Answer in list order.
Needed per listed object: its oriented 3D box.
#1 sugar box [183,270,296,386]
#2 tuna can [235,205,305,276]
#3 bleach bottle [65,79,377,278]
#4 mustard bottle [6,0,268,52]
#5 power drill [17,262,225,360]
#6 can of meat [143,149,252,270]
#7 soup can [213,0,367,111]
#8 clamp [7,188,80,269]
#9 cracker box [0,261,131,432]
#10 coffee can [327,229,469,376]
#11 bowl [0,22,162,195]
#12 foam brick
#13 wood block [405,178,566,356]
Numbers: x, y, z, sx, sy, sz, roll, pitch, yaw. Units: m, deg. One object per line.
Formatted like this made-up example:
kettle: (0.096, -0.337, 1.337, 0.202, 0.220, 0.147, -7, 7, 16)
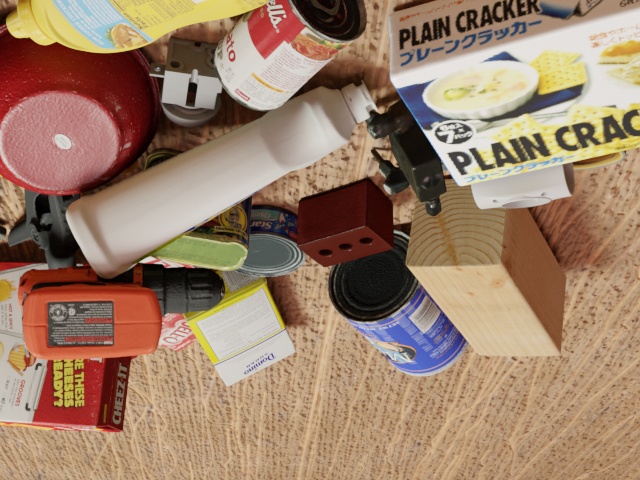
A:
sugar box: (-0.090, 0.091, 1.165, 0.093, 0.048, 0.176, -26, 151, -6)
tuna can: (-0.057, 0.001, 1.049, 0.086, 0.033, 0.086, 2, 150, 1)
bleach bottle: (-0.072, -0.057, 0.850, 0.251, 0.068, 0.102, -27, -174, 5)
mustard bottle: (-0.136, -0.174, 0.727, 0.192, 0.058, 0.096, -14, 147, 24)
power drill: (-0.170, 0.054, 0.899, 0.184, 0.057, 0.188, -3, -175, -7)
can of meat: (-0.111, -0.026, 0.956, 0.102, 0.084, 0.058, 10, 149, -14)
soup can: (-0.023, -0.145, 0.762, 0.068, 0.068, 0.102, 20, 146, -28)
clamp: (-0.246, 0.000, 0.997, 0.039, 0.120, 0.172, -33, 167, -34)
cracker box: (-0.300, 0.108, 1.090, 0.214, 0.164, 0.072, 1, 166, 16)
coffee can: (0.083, 0.065, 1.083, 0.103, 0.103, 0.140, -13, 147, 24)
bowl: (-0.201, -0.090, 0.821, 0.162, 0.055, 0.162, -7, 130, -9)
foam brick: (0.024, -0.015, 0.999, 0.078, 0.051, 0.053, -17, 146, 28)
wood block: (0.164, 0.031, 1.020, 0.090, 0.091, 0.206, -3, 151, 28)
